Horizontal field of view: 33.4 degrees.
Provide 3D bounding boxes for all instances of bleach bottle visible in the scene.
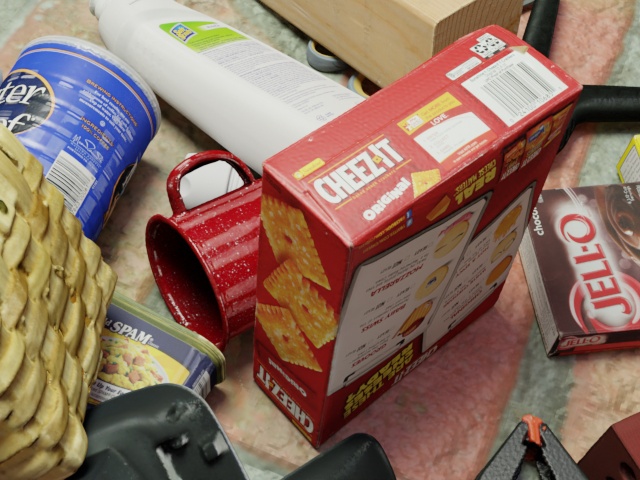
[{"bbox_3d":[-0.063,-0.114,0.752,0.251,0.068,0.102,36,33,23],"label":"bleach bottle"}]

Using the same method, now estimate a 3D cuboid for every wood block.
[{"bbox_3d":[0.040,-0.189,0.780,0.090,0.090,0.206,-33,56,-26],"label":"wood block"}]

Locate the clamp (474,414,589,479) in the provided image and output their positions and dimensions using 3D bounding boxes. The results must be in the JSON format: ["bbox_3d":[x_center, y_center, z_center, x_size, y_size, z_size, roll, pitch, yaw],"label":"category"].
[{"bbox_3d":[0.129,0.184,0.594,0.120,0.039,0.171,14,60,2],"label":"clamp"}]

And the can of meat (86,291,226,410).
[{"bbox_3d":[-0.120,0.085,0.622,0.102,0.057,0.083,26,60,11],"label":"can of meat"}]

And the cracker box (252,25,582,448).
[{"bbox_3d":[0.043,0.003,0.599,0.164,0.214,0.072,-34,65,-25],"label":"cracker box"}]

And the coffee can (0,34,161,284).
[{"bbox_3d":[-0.175,-0.044,0.673,0.103,0.103,0.140,18,57,5],"label":"coffee can"}]

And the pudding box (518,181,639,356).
[{"bbox_3d":[0.183,0.018,0.709,0.090,0.039,0.113,-5,57,-9],"label":"pudding box"}]

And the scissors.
[{"bbox_3d":[0.091,-0.146,0.820,0.201,0.016,0.096,-10,56,-11],"label":"scissors"}]

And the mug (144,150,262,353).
[{"bbox_3d":[-0.054,0.001,0.657,0.081,0.093,0.117,-26,101,-27],"label":"mug"}]
